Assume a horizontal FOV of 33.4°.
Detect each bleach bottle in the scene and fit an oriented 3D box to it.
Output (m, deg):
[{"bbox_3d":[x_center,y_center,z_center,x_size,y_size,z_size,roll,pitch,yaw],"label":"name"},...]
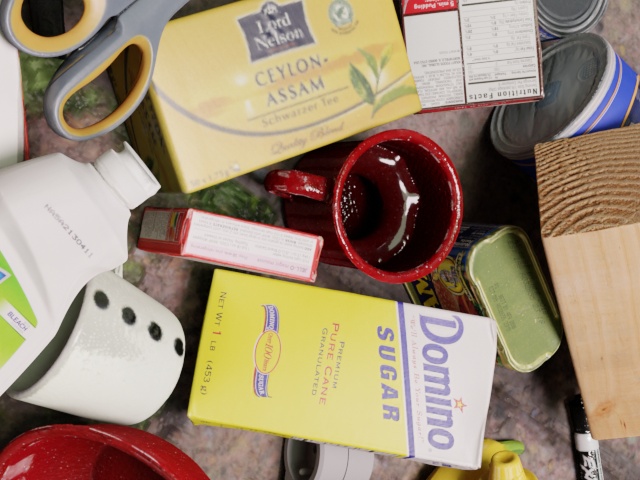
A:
[{"bbox_3d":[-0.182,0.045,0.528,0.251,0.068,0.102,-38,125,-3],"label":"bleach bottle"}]

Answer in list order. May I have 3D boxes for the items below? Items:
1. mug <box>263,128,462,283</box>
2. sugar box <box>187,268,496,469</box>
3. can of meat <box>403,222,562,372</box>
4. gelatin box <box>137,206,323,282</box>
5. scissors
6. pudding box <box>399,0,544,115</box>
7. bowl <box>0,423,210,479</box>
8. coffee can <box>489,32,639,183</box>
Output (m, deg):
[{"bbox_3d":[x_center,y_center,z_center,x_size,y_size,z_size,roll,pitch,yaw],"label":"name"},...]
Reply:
[{"bbox_3d":[0.019,-0.024,0.669,0.117,0.082,0.093,10,88,-29],"label":"mug"},{"bbox_3d":[0.014,0.079,0.646,0.176,0.048,0.093,9,77,0],"label":"sugar box"},{"bbox_3d":[0.108,0.036,0.719,0.057,0.084,0.102,-33,108,-23],"label":"can of meat"},{"bbox_3d":[-0.054,0.001,0.636,0.089,0.073,0.030,12,87,-28],"label":"gelatin box"},{"bbox_3d":[-0.091,-0.144,0.561,0.096,0.016,0.201,43,71,-34],"label":"scissors"},{"bbox_3d":[0.098,-0.144,0.707,0.090,0.039,0.113,-5,98,6],"label":"pudding box"},{"bbox_3d":[-0.106,0.161,0.595,0.055,0.162,0.162,-42,116,-58],"label":"bowl"},{"bbox_3d":[0.204,-0.063,0.755,0.140,0.103,0.102,36,76,-25],"label":"coffee can"}]
